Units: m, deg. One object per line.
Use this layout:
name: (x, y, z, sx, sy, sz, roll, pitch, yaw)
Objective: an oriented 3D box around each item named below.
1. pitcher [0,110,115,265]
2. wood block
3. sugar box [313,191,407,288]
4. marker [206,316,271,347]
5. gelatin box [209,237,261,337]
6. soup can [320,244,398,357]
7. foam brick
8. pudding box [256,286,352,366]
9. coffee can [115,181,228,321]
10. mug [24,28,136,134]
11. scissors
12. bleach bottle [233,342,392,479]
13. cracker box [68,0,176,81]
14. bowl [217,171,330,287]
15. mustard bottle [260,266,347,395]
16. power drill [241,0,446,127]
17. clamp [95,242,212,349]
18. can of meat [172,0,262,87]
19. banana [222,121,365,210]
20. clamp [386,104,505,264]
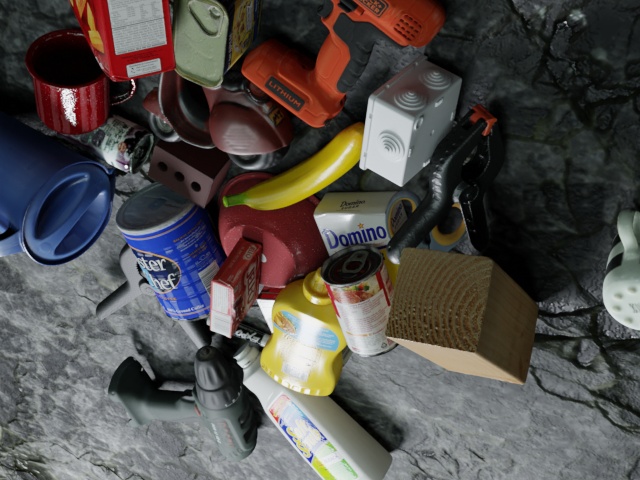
pitcher: (-0.375, -0.076, 1.253, 0.243, 0.145, 0.149, 30, -174, 28)
wood block: (0.146, 0.078, 1.059, 0.091, 0.090, 0.205, 7, 168, 25)
sugar box: (0.063, 0.028, 1.176, 0.093, 0.048, 0.176, 0, 130, 32)
marker: (-0.090, 0.122, 1.384, 0.121, 0.020, 0.020, 21, 137, 14)
gelatin box: (-0.094, 0.053, 1.195, 0.030, 0.073, 0.089, 21, 137, 12)
soup can: (0.047, 0.065, 1.136, 0.069, 0.068, 0.102, 2, 128, 31)
foam brick: (-0.146, -0.086, 1.197, 0.078, 0.051, 0.053, 30, 139, 5)
pudding box: (-0.018, 0.102, 1.305, 0.090, 0.039, 0.113, 2, 128, 31)
coffee can: (-0.167, 0.011, 1.264, 0.103, 0.102, 0.140, 1, 130, 32)
mug: (-0.261, -0.171, 1.173, 0.117, 0.093, 0.081, -4, 143, -12)
scissors: (0.123, 0.029, 1.126, 0.096, 0.016, 0.201, -15, 122, 7)
bleach bottle: (-0.022, 0.234, 1.417, 0.250, 0.068, 0.103, 46, 137, -10)
cracker box: (-0.196, -0.277, 0.968, 0.214, 0.072, 0.164, 90, 157, -45)
bowl: (-0.058, 0.002, 1.222, 0.162, 0.055, 0.162, 18, 137, 17)
mustard bottle: (-0.011, 0.097, 1.219, 0.096, 0.058, 0.192, 24, 138, 9)
power drill: (-0.001, -0.204, 0.986, 0.184, 0.057, 0.188, 38, 139, -5)
clamp: (-0.206, 0.059, 1.385, 0.164, 0.036, 0.210, 20, 135, 1)
can of meat: (-0.097, -0.212, 1.020, 0.057, 0.083, 0.102, 24, 138, 11)
banana: (-0.011, -0.071, 1.116, 0.198, 0.069, 0.037, -28, 82, 34)
clamp: (0.124, -0.047, 1.023, 0.039, 0.120, 0.171, 42, 140, 40)
